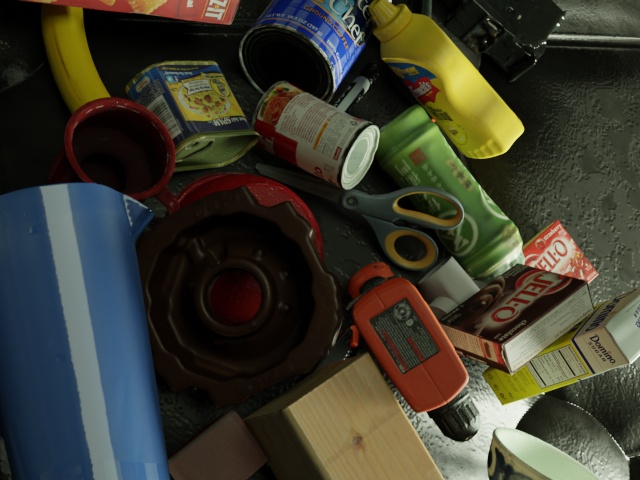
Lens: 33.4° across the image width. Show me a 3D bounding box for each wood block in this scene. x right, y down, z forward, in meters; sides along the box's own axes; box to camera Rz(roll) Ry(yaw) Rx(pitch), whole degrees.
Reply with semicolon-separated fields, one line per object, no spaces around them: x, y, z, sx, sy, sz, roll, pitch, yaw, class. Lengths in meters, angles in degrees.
0.040;0.204;0.846;0.090;0.090;0.206;-30;90;-30;wood block

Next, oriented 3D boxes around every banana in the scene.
-0.213;-0.161;0.951;0.069;0.037;0.198;-7;71;-64;banana

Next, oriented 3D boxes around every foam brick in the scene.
-0.090;0.180;0.845;0.078;0.053;0.051;-36;87;-36;foam brick

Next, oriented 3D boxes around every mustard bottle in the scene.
0.114;-0.165;1.055;0.058;0.096;0.191;-48;113;-8;mustard bottle

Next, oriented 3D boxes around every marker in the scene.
0.029;-0.144;1.088;0.020;0.020;0.121;41;54;-6;marker

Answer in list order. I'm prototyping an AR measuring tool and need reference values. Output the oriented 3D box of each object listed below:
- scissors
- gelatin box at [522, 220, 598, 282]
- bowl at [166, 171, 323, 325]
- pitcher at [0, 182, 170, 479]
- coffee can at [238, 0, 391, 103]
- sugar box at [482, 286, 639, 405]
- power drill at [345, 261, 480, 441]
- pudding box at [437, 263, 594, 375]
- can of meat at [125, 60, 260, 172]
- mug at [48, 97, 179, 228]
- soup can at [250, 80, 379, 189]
0.035;-0.021;1.026;0.202;0.096;0.016;5;25;2;scissors
0.240;0.031;1.118;0.089;0.030;0.073;-34;86;-37;gelatin box
-0.056;0.001;0.949;0.161;0.055;0.162;12;62;-25;bowl
-0.196;0.090;0.792;0.144;0.149;0.243;1;69;-46;pitcher
-0.003;-0.210;1.050;0.102;0.103;0.140;38;54;-9;coffee can
0.239;0.097;0.994;0.093;0.177;0.048;-32;86;-36;sugar box
0.082;0.100;0.911;0.057;0.187;0.184;-34;85;0;power drill
0.178;0.069;0.971;0.113;0.090;0.039;-35;115;-23;pudding box
-0.116;-0.113;0.957;0.101;0.058;0.084;-12;70;-53;can of meat
-0.169;-0.052;0.893;0.117;0.082;0.093;37;54;-9;mug
-0.005;-0.098;0.991;0.102;0.068;0.068;28;50;21;soup can
